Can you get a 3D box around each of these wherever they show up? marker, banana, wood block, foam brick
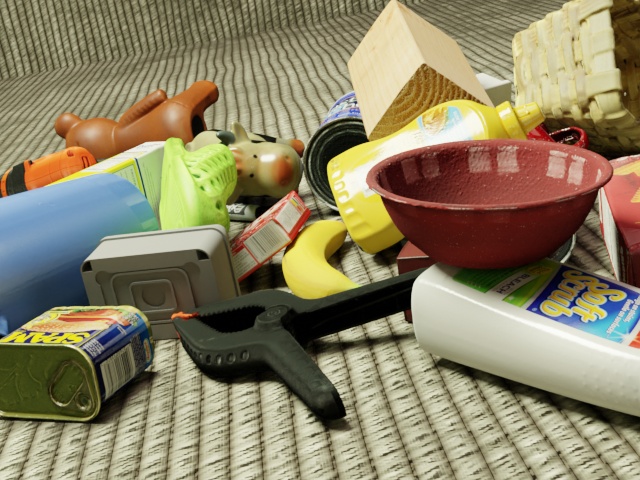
[{"bbox_3d":[-0.089,-0.031,1.142,0.121,0.020,0.020,5,23,40],"label":"marker"},{"bbox_3d":[0.001,0.020,0.916,0.069,0.037,0.198,10,17,-10],"label":"banana"},{"bbox_3d":[0.095,-0.153,1.063,0.090,0.090,0.206,29,22,-19],"label":"wood block"},{"bbox_3d":[0.095,0.023,0.816,0.051,0.053,0.078,-3,19,21],"label":"foam brick"}]

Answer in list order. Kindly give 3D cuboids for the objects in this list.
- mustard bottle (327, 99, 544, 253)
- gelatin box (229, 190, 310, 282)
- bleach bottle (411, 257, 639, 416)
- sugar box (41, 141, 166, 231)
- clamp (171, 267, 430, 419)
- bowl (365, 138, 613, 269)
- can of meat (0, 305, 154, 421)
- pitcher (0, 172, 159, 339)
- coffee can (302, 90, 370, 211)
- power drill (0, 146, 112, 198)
[{"bbox_3d":[0.105,-0.069,0.933,0.192,0.058,0.096,-27,55,14],"label":"mustard bottle"},{"bbox_3d":[-0.056,0.001,0.945,0.089,0.030,0.073,-37,8,24],"label":"gelatin box"},{"bbox_3d":[0.174,0.059,0.647,0.102,0.068,0.251,-22,24,-34],"label":"bleach bottle"},{"bbox_3d":[-0.212,-0.036,1.106,0.048,0.093,0.176,0,19,30],"label":"sugar box"},{"bbox_3d":[-0.018,0.063,0.773,0.210,0.036,0.164,3,29,43],"label":"clamp"},{"bbox_3d":[0.112,-0.022,0.714,0.162,0.055,0.162,-4,20,1],"label":"bowl"},{"bbox_3d":[-0.182,0.086,0.773,0.102,0.057,0.083,-2,17,24],"label":"can of meat"},{"bbox_3d":[-0.260,0.017,0.908,0.145,0.149,0.242,-30,-1,37],"label":"pitcher"},{"bbox_3d":[0.043,-0.098,1.138,0.103,0.103,0.140,-6,18,12],"label":"coffee can"},{"bbox_3d":[-0.275,-0.064,1.210,0.185,0.057,0.187,-14,-1,36],"label":"power drill"}]
